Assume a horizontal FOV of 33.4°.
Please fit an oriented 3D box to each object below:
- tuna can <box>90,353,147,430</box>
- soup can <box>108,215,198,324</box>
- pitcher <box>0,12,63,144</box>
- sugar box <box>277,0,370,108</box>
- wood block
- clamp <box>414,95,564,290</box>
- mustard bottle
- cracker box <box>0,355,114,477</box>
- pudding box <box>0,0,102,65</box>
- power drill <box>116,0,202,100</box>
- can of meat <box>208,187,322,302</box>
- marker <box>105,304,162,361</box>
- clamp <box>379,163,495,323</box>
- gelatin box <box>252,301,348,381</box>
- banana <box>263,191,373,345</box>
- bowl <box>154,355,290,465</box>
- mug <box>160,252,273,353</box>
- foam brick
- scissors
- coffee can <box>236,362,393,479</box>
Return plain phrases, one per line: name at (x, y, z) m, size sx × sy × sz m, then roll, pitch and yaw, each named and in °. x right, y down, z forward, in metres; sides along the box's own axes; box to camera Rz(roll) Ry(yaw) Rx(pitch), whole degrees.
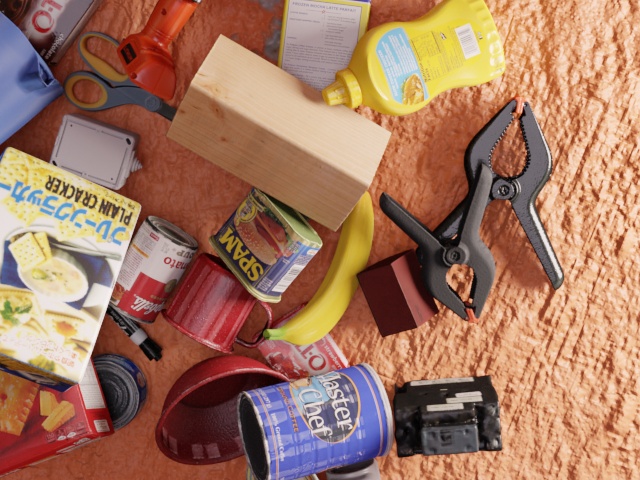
tuna can at (-0.245, 0.175, 1.227) m, size 0.086 × 0.033 × 0.086 m, roll 1°, pitch 97°, yaw 5°
soup can at (-0.189, 0.032, 1.186) m, size 0.068 × 0.068 × 0.102 m, roll 32°, pitch 99°, yaw 1°
pitcher at (-0.405, -0.131, 1.119) m, size 0.145 × 0.149 × 0.242 m, roll 45°, pitch 75°, yaw -4°
sugar box at (0.006, -0.235, 1.146) m, size 0.093 × 0.048 × 0.176 m, roll 8°, pitch 95°, yaw 3°
wood block at (-0.044, -0.110, 1.114) m, size 0.206 × 0.090 × 0.090 m, roll 29°, pitch 139°, yaw -7°
clamp at (0.187, -0.052, 1.155) m, size 0.164 × 0.036 × 0.210 m, roll 3°, pitch 101°, yaw 5°
mustard bottle at (0.091, -0.183, 1.110) m, size 0.191 × 0.058 × 0.096 m, roll -23°, pitch 100°, yaw -11°
cracker box at (-0.343, 0.143, 1.187) m, size 0.164 × 0.072 × 0.214 m, roll -22°, pitch 79°, yaw 8°
pudding box at (-0.298, -0.263, 1.174) m, size 0.090 × 0.039 × 0.113 m, roll 37°, pitch 99°, yaw 0°
power drill at (-0.134, -0.242, 1.102) m, size 0.057 × 0.184 × 0.188 m, roll 27°, pitch 106°, yaw -29°
can of meat at (-0.057, 0.001, 1.143) m, size 0.084 × 0.057 × 0.102 m, roll -50°, pitch 62°, yaw 16°
marker at (-0.225, 0.092, 1.222) m, size 0.020 × 0.020 × 0.121 m, roll -42°, pitch 92°, yaw 9°
clamp at (0.130, 0.008, 1.137) m, size 0.120 × 0.039 × 0.171 m, roll -6°, pitch 104°, yaw 10°
gelatin box at (-0.022, 0.125, 1.201) m, size 0.073 × 0.030 × 0.089 m, roll -33°, pitch 93°, yaw 8°
banana at (0.014, 0.041, 1.164) m, size 0.037 × 0.069 × 0.197 m, roll 20°, pitch 72°, yaw 39°
bowl at (-0.111, 0.177, 1.179) m, size 0.162 × 0.162 × 0.055 m, roll -36°, pitch 49°, yaw 9°
mug at (-0.106, 0.072, 1.173) m, size 0.117 × 0.093 × 0.081 m, roll 30°, pitch 94°, yaw 6°
foam brick at (0.084, 0.057, 1.162) m, size 0.051 × 0.052 × 0.078 m, roll -19°, pitch 95°, yaw 38°
scissors at (-0.206, -0.145, 1.192) m, size 0.096 × 0.016 × 0.202 m, roll -43°, pitch 92°, yaw 10°
coffee can at (-0.007, 0.194, 1.131) m, size 0.140 × 0.103 × 0.103 m, roll -11°, pitch 97°, yaw -18°
